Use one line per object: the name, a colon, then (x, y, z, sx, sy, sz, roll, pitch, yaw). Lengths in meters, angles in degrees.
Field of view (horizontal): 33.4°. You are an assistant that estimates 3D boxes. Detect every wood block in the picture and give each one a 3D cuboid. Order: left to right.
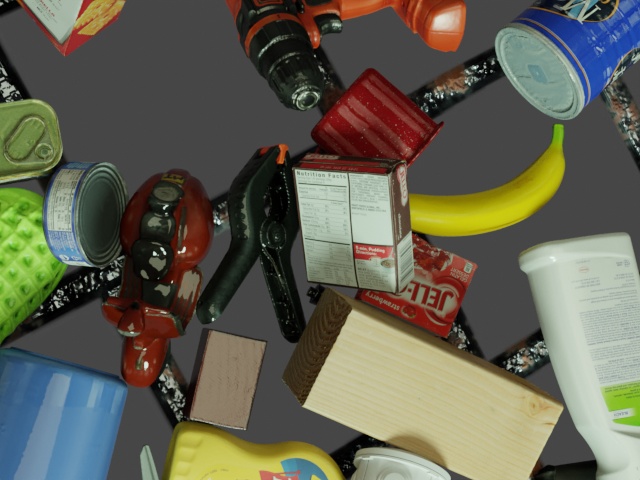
wood block: (0.084, 0.127, 0.900, 0.206, 0.090, 0.091, 25, 92, -16)

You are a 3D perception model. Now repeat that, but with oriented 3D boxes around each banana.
banana: (0.147, -0.040, 0.968, 0.197, 0.037, 0.070, -22, 74, -14)

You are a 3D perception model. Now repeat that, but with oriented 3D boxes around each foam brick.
foam brick: (-0.081, 0.116, 0.899, 0.051, 0.053, 0.078, 14, 84, -11)

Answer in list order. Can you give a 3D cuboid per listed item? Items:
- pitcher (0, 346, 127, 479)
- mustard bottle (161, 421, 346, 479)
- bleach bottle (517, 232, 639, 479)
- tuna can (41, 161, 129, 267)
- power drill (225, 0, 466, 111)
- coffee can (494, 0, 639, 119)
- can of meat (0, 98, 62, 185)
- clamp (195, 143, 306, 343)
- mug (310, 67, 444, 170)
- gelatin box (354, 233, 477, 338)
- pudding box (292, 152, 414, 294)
pitcher: (-0.244, 0.209, 0.829, 0.149, 0.145, 0.243, 20, 79, -23)
mustard bottle: (-0.038, 0.216, 0.900, 0.191, 0.058, 0.096, 13, 91, -12)
bleach bottle: (0.251, 0.123, 0.944, 0.102, 0.068, 0.251, -7, 79, -14)
tuna can: (-0.190, -0.021, 0.865, 0.034, 0.086, 0.086, 3, 86, 18)
power drill: (0.023, -0.184, 0.896, 0.187, 0.057, 0.184, -11, 50, -18)
coffee can: (0.243, -0.191, 0.961, 0.140, 0.103, 0.103, -41, 96, -12)
can of meat: (-0.259, -0.073, 0.855, 0.102, 0.084, 0.057, -11, 89, -13)
clamp: (-0.056, 0.001, 0.898, 0.120, 0.039, 0.171, 7, 79, -54)
mug: (0.039, -0.086, 0.926, 0.081, 0.093, 0.117, 42, 116, -3)
gelatin box: (0.085, 0.037, 0.951, 0.089, 0.030, 0.073, 26, 82, -10)
pudding box: (0.028, -0.015, 0.894, 0.090, 0.039, 0.113, 7, 116, 27)
